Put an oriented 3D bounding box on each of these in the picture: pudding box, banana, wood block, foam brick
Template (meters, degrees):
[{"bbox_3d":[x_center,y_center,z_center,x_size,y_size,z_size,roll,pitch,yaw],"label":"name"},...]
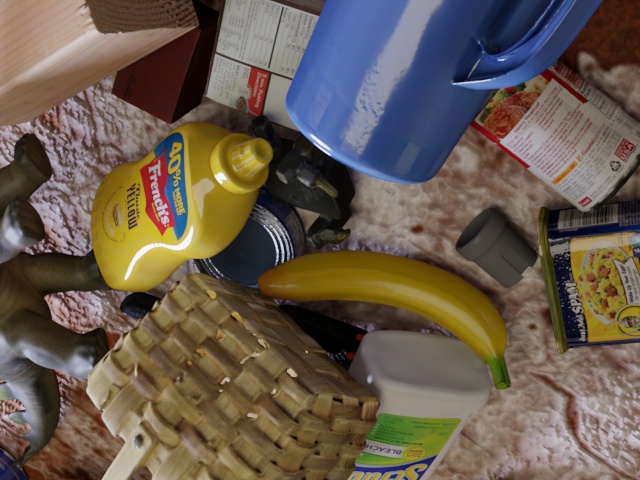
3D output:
[{"bbox_3d":[-0.019,-0.126,0.746,0.113,0.039,0.090,20,118,8],"label":"pudding box"},{"bbox_3d":[0.055,0.042,0.782,0.198,0.069,0.037,20,143,7],"label":"banana"},{"bbox_3d":[-0.192,-0.149,0.728,0.207,0.090,0.091,-17,91,41],"label":"wood block"},{"bbox_3d":[-0.109,-0.134,0.767,0.053,0.051,0.078,28,120,7],"label":"foam brick"}]

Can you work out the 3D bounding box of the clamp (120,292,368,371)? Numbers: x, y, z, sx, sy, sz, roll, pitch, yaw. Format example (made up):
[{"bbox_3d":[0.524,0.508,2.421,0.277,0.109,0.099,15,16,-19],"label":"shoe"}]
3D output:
[{"bbox_3d":[-0.051,0.111,0.871,0.210,0.036,0.164,-5,112,22],"label":"clamp"}]

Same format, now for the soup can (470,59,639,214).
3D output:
[{"bbox_3d":[0.154,-0.073,0.691,0.102,0.068,0.069,38,121,-1],"label":"soup can"}]

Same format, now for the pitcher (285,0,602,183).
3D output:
[{"bbox_3d":[0.080,-0.152,0.618,0.145,0.149,0.243,28,114,0],"label":"pitcher"}]

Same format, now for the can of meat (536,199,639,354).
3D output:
[{"bbox_3d":[0.198,0.023,0.727,0.084,0.057,0.102,-7,112,20],"label":"can of meat"}]

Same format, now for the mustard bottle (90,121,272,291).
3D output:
[{"bbox_3d":[-0.096,-0.031,0.764,0.192,0.058,0.096,-25,63,47],"label":"mustard bottle"}]

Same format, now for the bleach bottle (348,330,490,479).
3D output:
[{"bbox_3d":[0.043,0.182,0.851,0.102,0.068,0.251,8,128,-15],"label":"bleach bottle"}]

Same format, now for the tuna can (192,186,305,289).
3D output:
[{"bbox_3d":[-0.055,0.001,0.822,0.086,0.033,0.086,8,117,16],"label":"tuna can"}]
